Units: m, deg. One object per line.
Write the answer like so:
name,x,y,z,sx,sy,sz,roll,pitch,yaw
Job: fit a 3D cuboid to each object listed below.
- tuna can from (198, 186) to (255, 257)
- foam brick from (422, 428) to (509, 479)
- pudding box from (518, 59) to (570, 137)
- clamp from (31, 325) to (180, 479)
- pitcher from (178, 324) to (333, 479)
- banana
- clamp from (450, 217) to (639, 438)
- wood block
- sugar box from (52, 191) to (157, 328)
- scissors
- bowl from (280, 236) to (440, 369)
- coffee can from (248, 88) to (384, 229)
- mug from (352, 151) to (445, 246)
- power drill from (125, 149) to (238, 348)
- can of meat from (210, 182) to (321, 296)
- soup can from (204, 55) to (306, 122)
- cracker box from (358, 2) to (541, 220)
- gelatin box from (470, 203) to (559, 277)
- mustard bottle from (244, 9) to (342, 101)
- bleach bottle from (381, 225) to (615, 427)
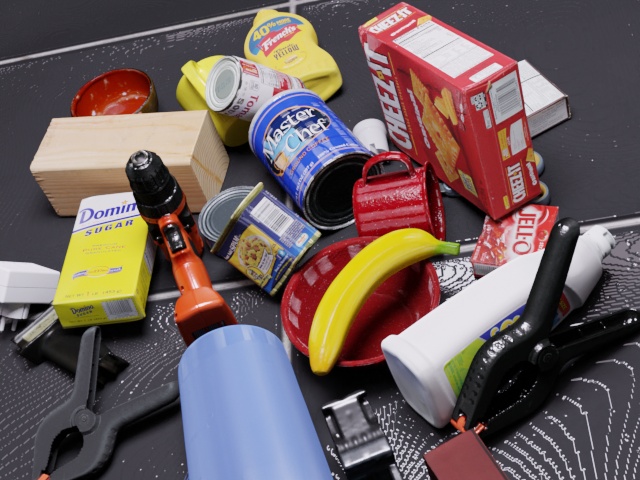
tuna can,-0.093,-0.020,1.216,0.086,0.033,0.086,-9,47,10
foam brick,0.132,0.214,0.922,0.051,0.053,0.078,-28,46,-7
pudding box,0.216,-0.152,1.231,0.113,0.039,0.090,-29,48,-6
clamp,-0.219,0.181,1.062,0.120,0.039,0.171,21,75,20
pitcher,-0.067,0.201,0.959,0.149,0.145,0.243,-11,42,-8
banana,0.046,0.047,1.032,0.197,0.037,0.070,-42,49,-19
clamp,0.192,0.089,0.961,0.210,0.164,0.036,-42,35,-7
wood block,-0.227,-0.091,1.284,0.206,0.091,0.090,-1,50,17
sugar box,-0.233,0.017,1.188,0.093,0.048,0.176,-7,44,6
scissors,0.161,-0.072,1.193,0.202,0.016,0.096,11,52,26
bowl,0.044,0.073,1.073,0.162,0.055,0.162,-9,48,10
coffee can,-0.006,-0.093,1.206,0.102,0.103,0.140,-30,48,-9
mug,0.080,-0.041,1.127,0.082,0.117,0.093,-9,35,16
power drill,-0.144,0.016,1.112,0.057,0.184,0.188,-22,56,-2
can of meat,-0.057,0.001,1.123,0.084,0.102,0.057,38,52,1
soup can,-0.075,-0.171,1.248,0.069,0.102,0.068,-14,70,46
cracker box,0.135,-0.141,1.139,0.072,0.164,0.214,-30,38,-13
gelatin box,0.203,0.001,1.104,0.073,0.030,0.089,8,53,24
mustard bottle,-0.047,-0.244,1.384,0.096,0.058,0.192,-27,46,0
bleach bottle,0.179,0.063,1.006,0.250,0.102,0.068,-37,41,-15
